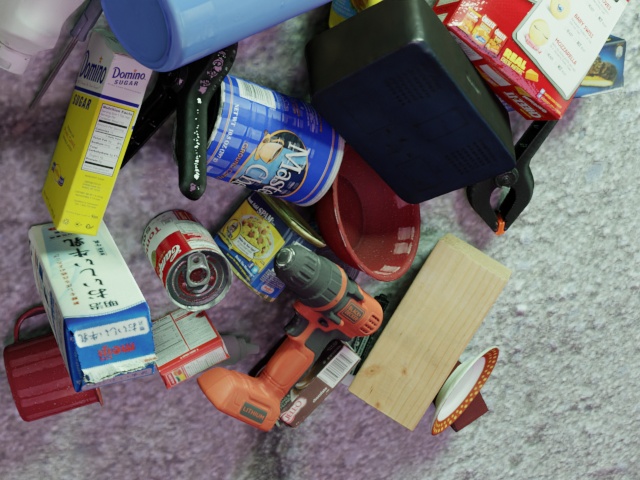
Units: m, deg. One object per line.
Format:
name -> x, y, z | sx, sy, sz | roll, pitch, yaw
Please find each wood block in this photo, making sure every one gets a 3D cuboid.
wood block -> 0.128, 0.104, 1.236 | 0.090, 0.090, 0.206 | 32, 102, 9

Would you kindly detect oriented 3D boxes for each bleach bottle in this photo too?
bleach bottle -> -0.213, -0.256, 0.909 | 0.068, 0.103, 0.251 | 11, 111, -53

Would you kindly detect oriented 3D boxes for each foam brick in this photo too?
foam brick -> 0.166, 0.190, 1.340 | 0.051, 0.053, 0.078 | -33, 125, -6

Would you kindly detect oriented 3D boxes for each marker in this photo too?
marker -> 0.052, 0.117, 1.270 | 0.020, 0.020, 0.121 | 13, 109, -29

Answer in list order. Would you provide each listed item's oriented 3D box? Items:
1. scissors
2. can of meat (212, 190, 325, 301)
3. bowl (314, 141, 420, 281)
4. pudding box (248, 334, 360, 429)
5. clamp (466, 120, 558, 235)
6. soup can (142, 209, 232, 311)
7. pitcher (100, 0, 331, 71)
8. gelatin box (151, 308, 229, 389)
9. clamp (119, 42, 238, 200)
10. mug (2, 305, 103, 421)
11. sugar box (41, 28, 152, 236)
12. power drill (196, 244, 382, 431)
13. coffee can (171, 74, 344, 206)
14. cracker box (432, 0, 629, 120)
scissors -> -0.208, -0.208, 0.977 | 0.016, 0.096, 0.202 | 34, 130, -13
can of meat -> -0.057, 0.001, 1.111 | 0.084, 0.102, 0.057 | -49, 142, 8
bowl -> 0.042, -0.033, 1.139 | 0.161, 0.055, 0.162 | 16, 70, -50
pudding box -> -0.020, 0.144, 1.209 | 0.113, 0.090, 0.039 | -45, 127, 1
clamp -> 0.217, -0.085, 1.219 | 0.120, 0.039, 0.171 | -9, 130, 5
soup can -> -0.137, 0.018, 1.083 | 0.068, 0.102, 0.068 | -11, 119, -20
pitcher -> -0.066, -0.247, 0.911 | 0.242, 0.145, 0.149 | -35, 106, -33
gelatin box -> -0.146, 0.109, 1.133 | 0.073, 0.089, 0.030 | -27, 124, -10
clamp -> -0.134, -0.144, 1.006 | 0.036, 0.165, 0.210 | 23, 80, -43
mug -> -0.277, 0.124, 1.090 | 0.081, 0.093, 0.117 | -16, 90, -12
sugar box -> -0.211, -0.101, 0.994 | 0.048, 0.093, 0.176 | 10, 110, -29
power drill -> -0.037, 0.101, 1.094 | 0.188, 0.057, 0.184 | -46, 140, 5
coffee can -> -0.062, -0.101, 1.056 | 0.140, 0.103, 0.103 | 16, 107, -30
cracker box -> 0.222, -0.254, 1.085 | 0.164, 0.072, 0.213 | 34, 82, -23
